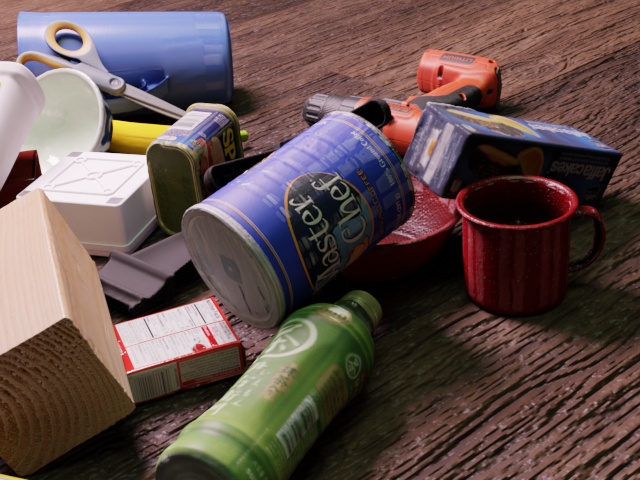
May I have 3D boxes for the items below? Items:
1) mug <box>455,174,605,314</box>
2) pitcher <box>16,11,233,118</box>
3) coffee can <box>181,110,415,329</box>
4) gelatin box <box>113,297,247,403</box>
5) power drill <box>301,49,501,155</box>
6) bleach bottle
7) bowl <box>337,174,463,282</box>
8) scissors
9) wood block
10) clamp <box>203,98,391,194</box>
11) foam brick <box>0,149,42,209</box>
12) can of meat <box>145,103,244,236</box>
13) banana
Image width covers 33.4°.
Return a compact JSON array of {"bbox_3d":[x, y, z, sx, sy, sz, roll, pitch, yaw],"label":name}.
[{"bbox_3d":[0.165,0.003,0.835,0.117,0.081,0.093,-7,28,-4],"label":"mug"},{"bbox_3d":[-0.224,-0.198,1.234,0.242,0.149,0.145,-5,-11,-7],"label":"pitcher"},{"bbox_3d":[-0.015,-0.016,0.778,0.140,0.103,0.103,-37,40,-27],"label":"coffee can"},{"bbox_3d":[-0.107,0.081,0.788,0.089,0.030,0.073,-15,28,-17],"label":"gelatin box"},{"bbox_3d":[0.098,-0.150,1.159,0.185,0.057,0.187,19,39,30],"label":"power drill"},{"bbox_3d":[-0.328,-0.046,0.946,0.103,0.068,0.250,0,55,13],"label":"bleach bottle"},{"bbox_3d":[0.045,-0.010,0.906,0.162,0.055,0.162,-4,28,2],"label":"bowl"},{"bbox_3d":[-0.225,-0.185,1.157,0.201,0.016,0.096,10,65,-4],"label":"scissors"},{"bbox_3d":[-0.206,0.057,0.760,0.091,0.090,0.206,-31,32,-3],"label":"wood block"},{"bbox_3d":[-0.014,-0.078,0.962,0.164,0.036,0.210,-22,0,3],"label":"clamp"},{"bbox_3d":[-0.296,-0.047,1.033,0.051,0.053,0.078,-9,27,-9],"label":"foam brick"},{"bbox_3d":[-0.114,-0.063,0.983,0.058,0.102,0.083,8,33,23],"label":"can of meat"},{"bbox_3d":[-0.181,-0.108,1.149,0.198,0.037,0.069,7,7,16],"label":"banana"}]
